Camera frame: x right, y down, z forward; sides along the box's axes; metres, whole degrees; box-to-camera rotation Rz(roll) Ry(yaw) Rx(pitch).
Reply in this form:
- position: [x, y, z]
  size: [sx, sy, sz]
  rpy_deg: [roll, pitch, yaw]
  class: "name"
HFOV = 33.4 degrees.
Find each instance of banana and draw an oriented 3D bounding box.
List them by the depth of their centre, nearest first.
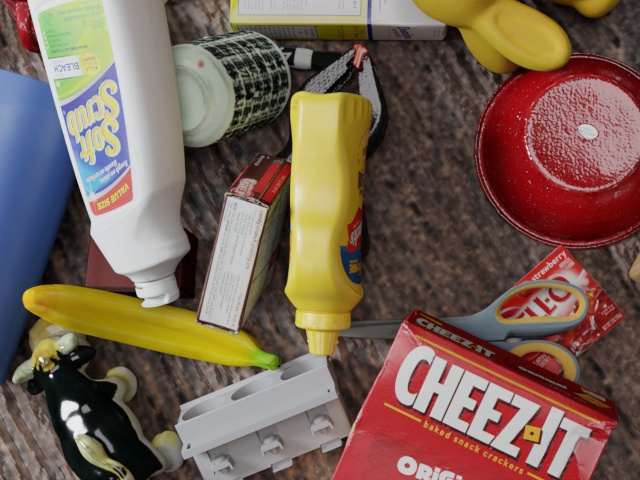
- position: [-0.129, 0.064, 0.822]
  size: [0.197, 0.070, 0.037]
  rpy_deg: [14, 76, -13]
  class: "banana"

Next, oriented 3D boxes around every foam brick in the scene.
- position: [-0.141, 0.018, 0.852]
  size: [0.078, 0.053, 0.051]
  rpy_deg: [1, 82, 6]
  class: "foam brick"

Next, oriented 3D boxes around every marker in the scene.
- position: [-0.038, -0.153, 0.883]
  size: [0.121, 0.020, 0.020]
  rpy_deg: [8, 82, 7]
  class: "marker"

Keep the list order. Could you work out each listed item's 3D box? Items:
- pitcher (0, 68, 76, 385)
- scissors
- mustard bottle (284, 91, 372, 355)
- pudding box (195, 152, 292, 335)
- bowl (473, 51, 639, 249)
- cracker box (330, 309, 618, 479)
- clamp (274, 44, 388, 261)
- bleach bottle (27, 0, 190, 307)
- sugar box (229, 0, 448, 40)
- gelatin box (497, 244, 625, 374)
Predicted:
- position: [-0.278, -0.015, 0.839]
  size: [0.144, 0.149, 0.243]
  rpy_deg: [18, 86, -34]
  class: "pitcher"
- position: [0.106, 0.085, 0.805]
  size: [0.202, 0.016, 0.096]
  rpy_deg: [-16, 83, 11]
  class: "scissors"
- position: [0.005, -0.011, 0.787]
  size: [0.058, 0.096, 0.191]
  rpy_deg: [3, 93, 9]
  class: "mustard bottle"
- position: [-0.055, 0.001, 0.804]
  size: [0.039, 0.090, 0.113]
  rpy_deg: [17, 116, 6]
  class: "pudding box"
- position: [0.201, -0.076, 0.826]
  size: [0.162, 0.055, 0.162]
  rpy_deg: [-1, 81, 6]
  class: "bowl"
- position: [0.094, 0.182, 0.768]
  size: [0.164, 0.072, 0.214]
  rpy_deg: [25, 99, 10]
  class: "cracker box"
- position: [0.013, -0.067, 0.851]
  size: [0.120, 0.039, 0.171]
  rpy_deg: [29, 96, 3]
  class: "clamp"
- position: [-0.138, -0.074, 0.772]
  size: [0.103, 0.067, 0.251]
  rpy_deg: [-3, 105, 35]
  class: "bleach bottle"
- position: [0.017, -0.213, 0.873]
  size: [0.176, 0.048, 0.093]
  rpy_deg: [2, 82, 3]
  class: "sugar box"
- position: [0.175, 0.060, 0.820]
  size: [0.089, 0.030, 0.073]
  rpy_deg: [-40, 79, -1]
  class: "gelatin box"
